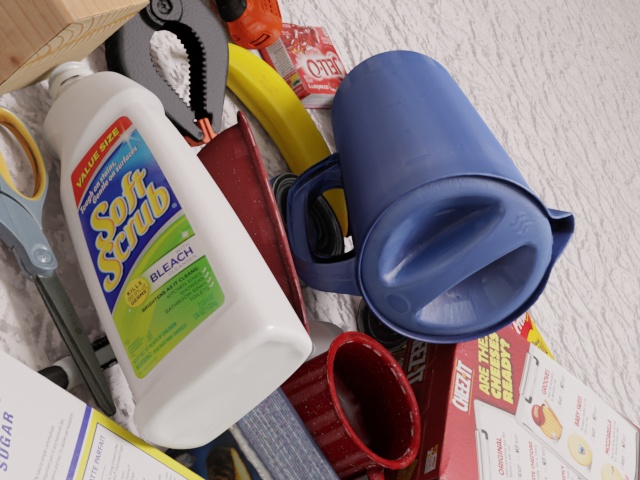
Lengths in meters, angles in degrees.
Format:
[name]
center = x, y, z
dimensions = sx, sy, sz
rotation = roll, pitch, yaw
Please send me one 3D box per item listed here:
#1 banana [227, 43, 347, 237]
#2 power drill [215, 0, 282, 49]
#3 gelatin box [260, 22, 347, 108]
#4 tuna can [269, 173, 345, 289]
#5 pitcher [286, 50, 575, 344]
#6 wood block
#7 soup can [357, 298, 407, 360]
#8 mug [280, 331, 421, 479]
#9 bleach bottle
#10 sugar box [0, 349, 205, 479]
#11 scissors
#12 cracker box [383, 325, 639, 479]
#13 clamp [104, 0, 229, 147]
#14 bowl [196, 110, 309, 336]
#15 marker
[banana]
center = -0.034, -0.090, 0.869
dimensions = 0.197, 0.037, 0.069
rotation = 51, 45, -12
[power drill]
center = -0.112, -0.262, 0.880
dimensions = 0.187, 0.057, 0.184
rotation = 15, 52, -50
[gelatin box]
center = -0.011, -0.157, 0.963
dimensions = 0.089, 0.030, 0.073
rotation = -11, 73, -58
[tuna can]
center = -0.020, -0.008, 0.815
dimensions = 0.086, 0.034, 0.086
rotation = 36, 37, -34
[pitcher]
center = 0.065, -0.045, 0.783
dimensions = 0.149, 0.145, 0.243
rotation = 28, 24, -23
[wood block]
center = -0.212, -0.203, 0.650
dimensions = 0.206, 0.090, 0.090
rotation = 56, 29, -5
[soup can]
center = 0.088, 0.071, 0.871
dimensions = 0.102, 0.069, 0.068
rotation = 27, 43, -42
[mug]
center = 0.009, 0.128, 0.691
dimensions = 0.093, 0.082, 0.117
rotation = 16, 51, -49
[bleach bottle]
center = -0.106, -0.009, 0.620
dimensions = 0.251, 0.102, 0.068
rotation = 55, 11, 31
[sugar box]
center = -0.119, 0.137, 0.533
dimensions = 0.176, 0.048, 0.093
rotation = 38, 35, -25
[scissors]
center = -0.173, 0.003, 0.583
dimensions = 0.096, 0.016, 0.202
rotation = 12, 48, -46
[cracker box]
center = 0.148, 0.165, 0.769
dimensions = 0.213, 0.072, 0.164
rotation = 36, 41, -20
[clamp]
center = -0.114, -0.172, 0.764
dimensions = 0.164, 0.036, 0.210
rotation = -34, 105, -29
[bowl]
center = -0.055, 0.001, 0.693
dimensions = 0.162, 0.055, 0.162
rotation = 163, -90, -84
[marker]
center = -0.128, 0.067, 0.605
dimensions = 0.020, 0.020, 0.120
rotation = 60, 30, 1
